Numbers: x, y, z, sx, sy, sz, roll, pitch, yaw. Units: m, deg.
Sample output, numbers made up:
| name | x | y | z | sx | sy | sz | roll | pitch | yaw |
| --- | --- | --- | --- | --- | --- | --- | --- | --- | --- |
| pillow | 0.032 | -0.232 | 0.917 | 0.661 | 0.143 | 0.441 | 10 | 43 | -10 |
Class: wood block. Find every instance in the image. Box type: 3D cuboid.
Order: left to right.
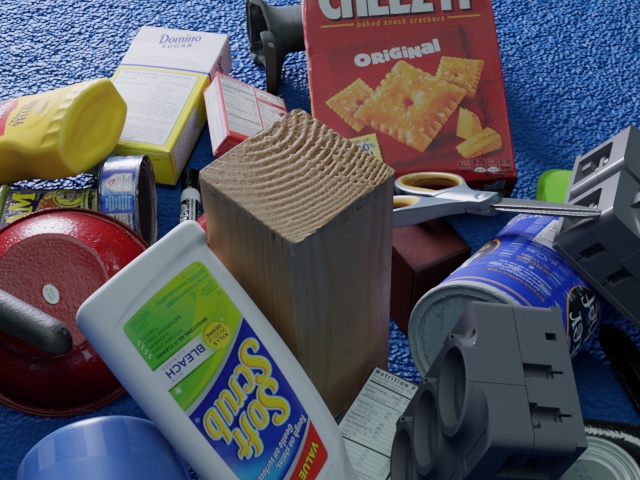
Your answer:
| name | x | y | z | sx | sy | sz | roll | pitch | yaw |
| --- | --- | --- | --- | --- | --- | --- | --- | --- | --- |
| wood block | -0.012 | 0.028 | 0.727 | 0.090 | 0.206 | 0.091 | -37 | 56 | -28 |

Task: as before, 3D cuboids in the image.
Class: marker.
| name | x | y | z | sx | sy | sz | roll | pitch | yaw |
| --- | --- | --- | --- | --- | --- | --- | --- | --- | --- |
| marker | -0.110 | -0.017 | 0.900 | 0.020 | 0.020 | 0.121 | -4 | 47 | -2 |

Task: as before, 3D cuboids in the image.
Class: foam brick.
| name | x | y | z | sx | sy | sz | roll | pitch | yaw |
| --- | --- | --- | --- | --- | --- | --- | --- | --- | --- |
| foam brick | 0.077 | 0.024 | 0.816 | 0.053 | 0.078 | 0.051 | -22 | 50 | -21 |

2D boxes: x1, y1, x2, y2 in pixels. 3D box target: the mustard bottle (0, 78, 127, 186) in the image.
| name | x | y | z | sx | sy | sz | roll | pitch | yaw |
| --- | --- | --- | --- | --- | --- | --- | --- | --- | --- |
| mustard bottle | -0.262 | -0.087 | 0.915 | 0.192 | 0.058 | 0.096 | -5 | 43 | 32 |

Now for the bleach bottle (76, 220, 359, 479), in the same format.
| name | x | y | z | sx | sy | sz | roll | pitch | yaw |
| --- | --- | --- | --- | --- | --- | --- | --- | --- | --- |
| bleach bottle | -0.036 | 0.113 | 0.663 | 0.102 | 0.068 | 0.251 | -41 | 85 | -18 |

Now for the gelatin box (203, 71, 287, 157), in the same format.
| name | x | y | z | sx | sy | sz | roll | pitch | yaw |
| --- | --- | --- | --- | --- | --- | --- | --- | --- | --- |
| gelatin box | -0.063 | -0.102 | 0.948 | 0.073 | 0.030 | 0.089 | 17 | 39 | -31 |

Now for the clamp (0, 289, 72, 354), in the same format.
| name | x | y | z | sx | sy | sz | roll | pitch | yaw |
| --- | --- | --- | --- | --- | --- | --- | --- | --- | --- |
| clamp | -0.268 | 0.029 | 0.736 | 0.165 | 0.036 | 0.210 | -27 | 85 | 20 |

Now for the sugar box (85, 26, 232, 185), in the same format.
| name | x | y | z | sx | sy | sz | roll | pitch | yaw |
| --- | --- | --- | --- | --- | --- | --- | --- | --- | --- |
| sugar box | -0.150 | -0.128 | 0.988 | 0.093 | 0.048 | 0.176 | 8 | 45 | 12 |

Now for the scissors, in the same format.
| name | x | y | z | sx | sy | sz | roll | pitch | yaw |
| --- | --- | --- | --- | --- | --- | --- | --- | --- | --- |
| scissors | 0.098 | -0.021 | 0.757 | 0.096 | 0.016 | 0.202 | -23 | 20 | -19 |

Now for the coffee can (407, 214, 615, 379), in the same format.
| name | x | y | z | sx | sy | sz | roll | pitch | yaw |
| --- | --- | --- | --- | --- | --- | --- | --- | --- | --- |
| coffee can | 0.140 | 0.048 | 0.750 | 0.103 | 0.103 | 0.140 | 26 | 36 | 24 |

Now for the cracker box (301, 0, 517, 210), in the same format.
| name | x | y | z | sx | sy | sz | roll | pitch | yaw |
| --- | --- | --- | --- | --- | --- | --- | --- | --- | --- |
| cracker box | 0.071 | -0.134 | 0.914 | 0.164 | 0.072 | 0.214 | -4 | 73 | -2 |

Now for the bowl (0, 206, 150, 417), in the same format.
| name | x | y | z | sx | sy | sz | roll | pitch | yaw |
| --- | --- | --- | --- | --- | --- | --- | --- | --- | --- |
| bowl | -0.193 | 0.045 | 0.776 | 0.162 | 0.055 | 0.162 | 0 | 74 | -2 |

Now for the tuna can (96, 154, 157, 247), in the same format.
| name | x | y | z | sx | sy | sz | roll | pitch | yaw |
| --- | --- | --- | --- | --- | --- | --- | --- | --- | --- |
| tuna can | -0.156 | -0.026 | 0.865 | 0.034 | 0.086 | 0.086 | -2 | 47 | 1 |

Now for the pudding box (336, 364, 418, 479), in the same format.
| name | x | y | z | sx | sy | sz | roll | pitch | yaw |
| --- | --- | --- | --- | --- | --- | --- | --- | --- | --- |
| pudding box | 0.050 | 0.150 | 0.727 | 0.090 | 0.039 | 0.113 | 22 | 50 | 20 |

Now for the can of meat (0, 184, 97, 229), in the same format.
| name | x | y | z | sx | sy | sz | roll | pitch | yaw |
| --- | --- | --- | --- | --- | --- | --- | --- | --- | --- |
| can of meat | -0.218 | 0.003 | 0.861 | 0.084 | 0.057 | 0.102 | 0 | 47 | -2 |
